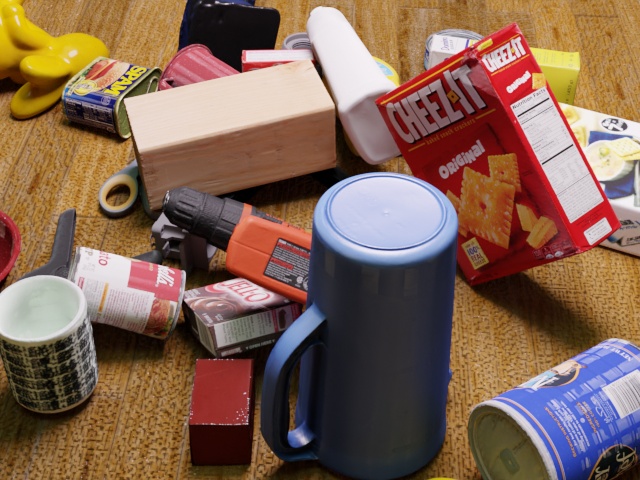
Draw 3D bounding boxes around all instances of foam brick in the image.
[{"bbox_3d":[-0.083,0.145,0.912,0.051,0.053,0.078,1,41,-1],"label":"foam brick"}]

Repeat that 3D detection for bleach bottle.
[{"bbox_3d":[0.030,-0.196,1.196,0.068,0.102,0.251,-26,44,4],"label":"bleach bottle"}]

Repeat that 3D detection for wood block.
[{"bbox_3d":[-0.095,-0.113,1.139,0.206,0.090,0.091,-14,46,-11],"label":"wood block"}]

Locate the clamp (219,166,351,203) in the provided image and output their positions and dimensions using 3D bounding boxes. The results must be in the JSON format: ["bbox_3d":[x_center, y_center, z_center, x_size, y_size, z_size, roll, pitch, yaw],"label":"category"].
[{"bbox_3d":[-0.043,-0.095,1.208,0.164,0.036,0.210,-7,43,-7],"label":"clamp"}]

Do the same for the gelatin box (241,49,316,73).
[{"bbox_3d":[-0.051,-0.192,1.292,0.089,0.073,0.030,-2,40,-4],"label":"gelatin box"}]

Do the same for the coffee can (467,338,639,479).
[{"bbox_3d":[0.207,0.153,0.873,0.140,0.103,0.103,-22,46,-25],"label":"coffee can"}]

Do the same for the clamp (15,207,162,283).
[{"bbox_3d":[-0.235,0.044,1.038,0.120,0.039,0.171,15,50,14],"label":"clamp"}]

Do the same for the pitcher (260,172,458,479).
[{"bbox_3d":[0.037,0.073,0.853,0.145,0.243,0.149,10,41,10],"label":"pitcher"}]

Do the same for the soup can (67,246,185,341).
[{"bbox_3d":[-0.183,0.049,0.987,0.102,0.069,0.068,14,38,-15],"label":"soup can"}]

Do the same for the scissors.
[{"bbox_3d":[-0.212,-0.092,1.200,0.096,0.016,0.202,-15,49,-12],"label":"scissors"}]

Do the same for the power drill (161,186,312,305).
[{"bbox_3d":[-0.056,0.001,0.984,0.184,0.057,0.188,20,5,-12],"label":"power drill"}]

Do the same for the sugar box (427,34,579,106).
[{"bbox_3d":[0.216,-0.188,1.281,0.176,0.093,0.048,7,41,7],"label":"sugar box"}]

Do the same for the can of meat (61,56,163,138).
[{"bbox_3d":[-0.248,-0.174,1.279,0.084,0.057,0.102,16,42,20],"label":"can of meat"}]

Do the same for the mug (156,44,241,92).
[{"bbox_3d":[-0.138,-0.171,1.245,0.082,0.093,0.117,34,20,26],"label":"mug"}]

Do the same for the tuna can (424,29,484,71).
[{"bbox_3d":[0.177,-0.238,1.384,0.086,0.034,0.086,1,41,-1],"label":"tuna can"}]

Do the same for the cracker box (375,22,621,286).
[{"bbox_3d":[0.162,-0.074,1.016,0.072,0.164,0.213,-31,95,-32],"label":"cracker box"}]

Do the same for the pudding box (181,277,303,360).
[{"bbox_3d":[-0.073,0.067,0.985,0.090,0.039,0.114,-15,19,-17],"label":"pudding box"}]
